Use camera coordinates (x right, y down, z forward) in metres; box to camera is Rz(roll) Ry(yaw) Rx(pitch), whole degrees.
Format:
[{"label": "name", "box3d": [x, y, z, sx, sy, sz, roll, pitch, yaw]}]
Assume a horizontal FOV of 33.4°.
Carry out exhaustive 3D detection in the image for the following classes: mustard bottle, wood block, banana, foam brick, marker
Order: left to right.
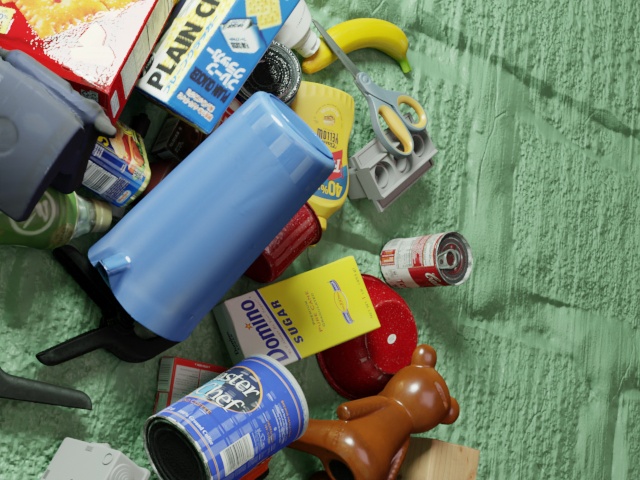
[{"label": "marker", "box3d": [-0.203, -0.079, 1.127, 0.020, 0.020, 0.121, 27, 68, -37]}, {"label": "foam brick", "box3d": [-0.155, -0.045, 1.143, 0.078, 0.053, 0.051, 38, 62, -33]}, {"label": "mustard bottle", "box3d": [-0.009, -0.087, 1.273, 0.096, 0.058, 0.191, 11, 78, -38]}, {"label": "banana", "box3d": [0.052, -0.248, 1.358, 0.197, 0.037, 0.069, -8, 90, -42]}, {"label": "wood block", "box3d": [0.124, 0.352, 1.321, 0.090, 0.091, 0.206, 21, 72, -38]}]

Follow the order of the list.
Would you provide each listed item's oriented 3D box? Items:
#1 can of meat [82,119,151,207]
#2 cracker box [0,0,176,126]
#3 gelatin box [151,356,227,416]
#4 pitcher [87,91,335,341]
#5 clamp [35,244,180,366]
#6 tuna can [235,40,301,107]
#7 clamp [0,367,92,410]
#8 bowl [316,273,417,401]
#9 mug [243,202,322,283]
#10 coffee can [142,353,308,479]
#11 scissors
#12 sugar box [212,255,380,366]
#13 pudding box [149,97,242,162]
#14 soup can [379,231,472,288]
[{"label": "can of meat", "box3d": [-0.221, -0.089, 1.063, 0.083, 0.057, 0.102, 35, 22, -37]}, {"label": "cracker box", "box3d": [-0.234, -0.237, 1.029, 0.164, 0.072, 0.213, 21, 68, 2]}, {"label": "gelatin box", "box3d": [-0.142, 0.174, 1.146, 0.073, 0.030, 0.089, 18, 75, -40]}, {"label": "pitcher", "box3d": [-0.099, -0.025, 1.060, 0.145, 0.149, 0.243, 42, 101, -18]}, {"label": "clamp", "box3d": [-0.214, 0.089, 1.085, 0.171, 0.039, 0.120, 30, 68, -36]}, {"label": "tuna can", "box3d": [-0.065, -0.187, 1.224, 0.086, 0.034, 0.086, 2, 77, -10]}, {"label": "clamp", "box3d": [-0.327, 0.150, 0.979, 0.210, 0.036, 0.164, 48, 56, -24]}, {"label": "bowl", "box3d": [0.070, 0.120, 1.322, 0.161, 0.055, 0.162, 5, 83, -41]}, {"label": "mug", "box3d": [-0.058, 0.001, 1.210, 0.081, 0.093, 0.117, -46, 151, -30]}, {"label": "coffee can", "box3d": [-0.096, 0.192, 1.094, 0.140, 0.103, 0.103, -29, 104, -40]}, {"label": "scissors", "box3d": [0.068, -0.196, 1.321, 0.096, 0.016, 0.202, -29, 91, -39]}, {"label": "sugar box", "box3d": [-0.026, 0.088, 1.215, 0.175, 0.048, 0.093, -20, 85, -31]}, {"label": "pudding box", "box3d": [-0.127, -0.116, 1.184, 0.090, 0.039, 0.113, 41, 60, -31]}, {"label": "soup can", "box3d": [0.133, 0.026, 1.356, 0.068, 0.102, 0.068, 6, 82, -41]}]
